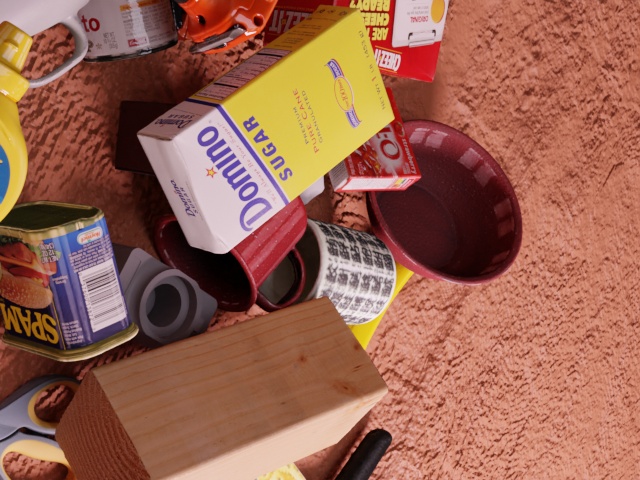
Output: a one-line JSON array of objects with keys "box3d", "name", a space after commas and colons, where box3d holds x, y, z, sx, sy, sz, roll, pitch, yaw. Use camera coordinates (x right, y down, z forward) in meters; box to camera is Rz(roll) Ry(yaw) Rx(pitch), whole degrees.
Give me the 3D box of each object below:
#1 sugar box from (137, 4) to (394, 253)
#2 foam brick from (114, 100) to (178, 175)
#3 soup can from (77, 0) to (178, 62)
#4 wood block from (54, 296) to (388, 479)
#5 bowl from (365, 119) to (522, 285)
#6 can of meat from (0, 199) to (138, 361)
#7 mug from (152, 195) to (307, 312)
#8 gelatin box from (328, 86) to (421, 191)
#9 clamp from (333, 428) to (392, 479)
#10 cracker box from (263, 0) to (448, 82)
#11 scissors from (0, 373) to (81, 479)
[{"box3d": [-0.031, -0.078, 0.723, 0.176, 0.048, 0.093, -42, 126, -29], "name": "sugar box"}, {"box3d": [-0.101, -0.069, 0.749, 0.052, 0.078, 0.051, 3, 96, -44], "name": "foam brick"}, {"box3d": [-0.136, -0.175, 0.703, 0.068, 0.069, 0.102, -27, 115, -40], "name": "soup can"}, {"box3d": [-0.067, 0.120, 0.753, 0.205, 0.091, 0.090, -15, 63, -40], "name": "wood block"}, {"box3d": [0.098, -0.025, 0.943, 0.161, 0.055, 0.162, 14, 59, -24], "name": "bowl"}, {"box3d": [-0.170, 0.023, 0.679, 0.057, 0.102, 0.084, -24, 111, -40], "name": "can of meat"}, {"box3d": [-0.055, 0.001, 0.792, 0.117, 0.093, 0.081, 47, 56, -10], "name": "mug"}, {"box3d": [0.036, -0.085, 0.882, 0.073, 0.030, 0.089, -3, 67, -34], "name": "gelatin box"}, {"box3d": [0.012, 0.238, 0.942, 0.171, 0.039, 0.120, -7, 91, -42], "name": "clamp"}, {"box3d": [0.042, -0.243, 0.843, 0.163, 0.072, 0.214, 0, 103, -54], "name": "cracker box"}, {"box3d": [-0.225, 0.108, 0.698, 0.201, 0.016, 0.096, 43, 65, -40], "name": "scissors"}]
